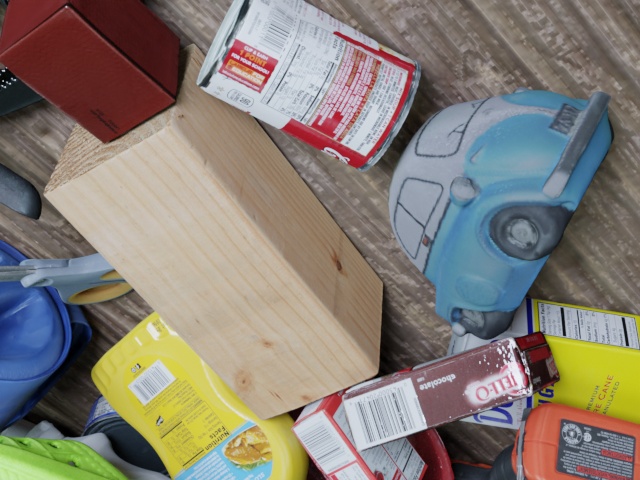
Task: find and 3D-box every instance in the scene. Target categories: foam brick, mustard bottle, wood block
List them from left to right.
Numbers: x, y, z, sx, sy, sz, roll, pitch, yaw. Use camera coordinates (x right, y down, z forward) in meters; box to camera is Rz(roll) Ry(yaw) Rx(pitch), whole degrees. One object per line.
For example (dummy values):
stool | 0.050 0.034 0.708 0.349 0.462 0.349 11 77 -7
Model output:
foam brick | -0.117 -0.098 0.545 0.053 0.051 0.078 -26 135 25
mustard bottle | -0.064 0.135 0.714 0.096 0.058 0.191 -40 85 23
wood block | -0.054 0.001 0.637 0.090 0.090 0.206 -25 122 23

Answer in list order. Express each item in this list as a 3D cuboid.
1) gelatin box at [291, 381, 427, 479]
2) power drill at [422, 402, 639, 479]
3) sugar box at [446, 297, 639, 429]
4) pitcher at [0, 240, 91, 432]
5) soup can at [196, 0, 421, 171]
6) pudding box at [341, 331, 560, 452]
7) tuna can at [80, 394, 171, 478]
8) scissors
gelatin box | 0.026 0.133 0.679 0.030 0.073 0.089 -33 95 23
power drill | 0.172 0.175 0.738 0.184 0.057 0.188 13 152 -7
sugar box | 0.174 0.090 0.714 0.176 0.048 0.093 7 130 -1
pitcher | -0.272 0.113 0.711 0.149 0.145 0.243 34 116 -14
soup can | -0.007 -0.089 0.573 0.102 0.068 0.069 26 127 -14
pudding box | 0.080 0.089 0.642 0.114 0.090 0.039 -20 80 21
tuna can | -0.135 0.148 0.803 0.086 0.033 0.086 3 129 4
scissors | -0.172 0.026 0.648 0.201 0.016 0.096 -7 163 -39
